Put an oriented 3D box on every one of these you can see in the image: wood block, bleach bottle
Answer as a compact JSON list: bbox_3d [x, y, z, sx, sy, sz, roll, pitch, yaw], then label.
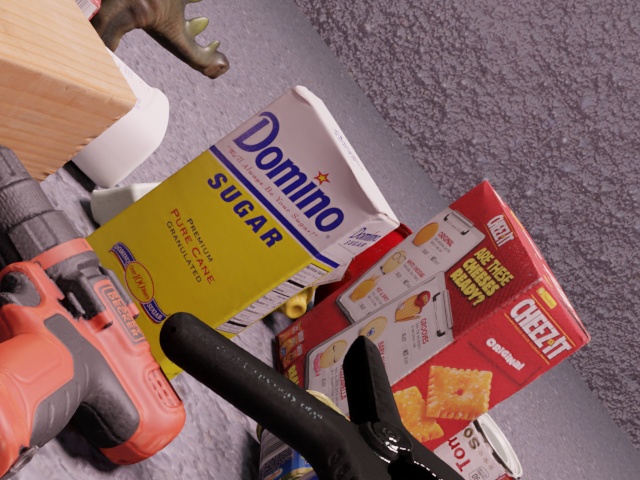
[{"bbox_3d":[-0.194,-0.096,0.550,0.090,0.091,0.206,56,12,11],"label":"wood block"},{"bbox_3d":[-0.210,-0.148,0.706,0.250,0.068,0.102,46,13,-23],"label":"bleach bottle"}]

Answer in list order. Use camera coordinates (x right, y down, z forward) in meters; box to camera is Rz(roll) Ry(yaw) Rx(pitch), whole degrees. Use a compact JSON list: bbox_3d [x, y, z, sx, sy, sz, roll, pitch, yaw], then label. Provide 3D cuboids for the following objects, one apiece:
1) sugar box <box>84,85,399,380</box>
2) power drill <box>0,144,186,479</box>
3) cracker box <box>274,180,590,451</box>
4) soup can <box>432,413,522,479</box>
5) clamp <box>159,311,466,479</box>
[{"bbox_3d":[-0.054,0.001,0.601,0.093,0.176,0.048,58,13,19],"label":"sugar box"},{"bbox_3d":[-0.143,0.031,0.470,0.184,0.057,0.187,55,12,4],"label":"power drill"},{"bbox_3d":[0.070,0.073,0.775,0.072,0.214,0.164,47,14,-23],"label":"cracker box"},{"bbox_3d":[0.098,0.184,0.838,0.068,0.102,0.068,50,13,-17],"label":"soup can"},{"bbox_3d":[0.017,0.107,0.536,0.164,0.036,0.210,15,24,-41],"label":"clamp"}]
